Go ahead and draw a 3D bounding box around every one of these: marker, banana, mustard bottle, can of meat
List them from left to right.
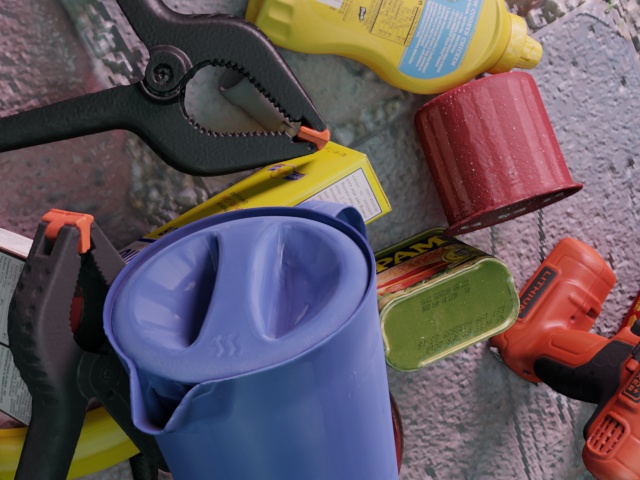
[{"bbox_3d":[-0.173,0.121,0.652,0.197,0.037,0.070,0,126,-23],"label":"banana"},{"bbox_3d":[-0.111,0.189,0.704,0.020,0.020,0.121,-9,104,-17],"label":"marker"},{"bbox_3d":[0.056,-0.144,0.667,0.191,0.058,0.096,16,98,-21],"label":"mustard bottle"},{"bbox_3d":[0.067,0.039,0.697,0.102,0.084,0.057,-23,108,-12],"label":"can of meat"}]

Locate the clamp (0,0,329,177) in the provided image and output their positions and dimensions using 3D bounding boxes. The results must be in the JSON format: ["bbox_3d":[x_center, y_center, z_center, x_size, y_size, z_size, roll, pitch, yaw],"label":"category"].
[{"bbox_3d":[-0.091,-0.105,0.614,0.210,0.036,0.164,15,96,-2],"label":"clamp"}]

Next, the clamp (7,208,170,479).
[{"bbox_3d":[-0.126,0.073,0.540,0.120,0.039,0.171,-40,125,-53],"label":"clamp"}]

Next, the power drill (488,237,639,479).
[{"bbox_3d":[0.201,0.055,0.690,0.057,0.188,0.184,38,89,-20],"label":"power drill"}]

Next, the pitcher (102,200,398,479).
[{"bbox_3d":[-0.015,0.106,0.582,0.149,0.145,0.243,-18,126,-8],"label":"pitcher"}]

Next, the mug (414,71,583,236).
[{"bbox_3d":[0.116,-0.056,0.690,0.117,0.093,0.081,-7,76,-57],"label":"mug"}]

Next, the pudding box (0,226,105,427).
[{"bbox_3d":[-0.172,0.046,0.603,0.039,0.114,0.090,1,103,-52],"label":"pudding box"}]

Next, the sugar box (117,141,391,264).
[{"bbox_3d":[-0.054,0.001,0.643,0.176,0.093,0.048,-28,109,-11],"label":"sugar box"}]
